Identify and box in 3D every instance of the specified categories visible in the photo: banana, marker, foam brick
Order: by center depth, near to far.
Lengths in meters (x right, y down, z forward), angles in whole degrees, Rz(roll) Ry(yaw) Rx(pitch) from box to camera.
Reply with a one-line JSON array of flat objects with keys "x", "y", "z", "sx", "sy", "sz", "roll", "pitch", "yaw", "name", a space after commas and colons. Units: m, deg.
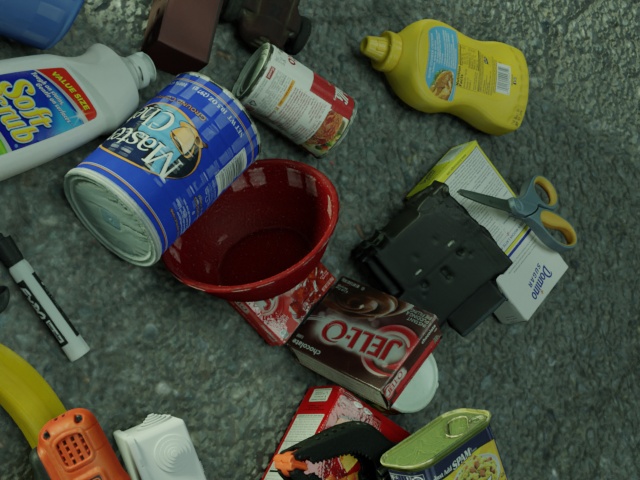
[{"x": -0.225, "y": 0.152, "z": 0.839, "sx": 0.069, "sy": 0.037, "sz": 0.198, "roll": -34, "pitch": 103, "yaw": -60, "name": "banana"}, {"x": -0.232, "y": 0.046, "z": 0.879, "sx": 0.020, "sy": 0.020, "sz": 0.121, "roll": -38, "pitch": 100, "yaw": -30, "name": "marker"}, {"x": -0.126, "y": -0.195, "z": 0.969, "sx": 0.051, "sy": 0.053, "sz": 0.078, "roll": 19, "pitch": 70, "yaw": -26, "name": "foam brick"}]

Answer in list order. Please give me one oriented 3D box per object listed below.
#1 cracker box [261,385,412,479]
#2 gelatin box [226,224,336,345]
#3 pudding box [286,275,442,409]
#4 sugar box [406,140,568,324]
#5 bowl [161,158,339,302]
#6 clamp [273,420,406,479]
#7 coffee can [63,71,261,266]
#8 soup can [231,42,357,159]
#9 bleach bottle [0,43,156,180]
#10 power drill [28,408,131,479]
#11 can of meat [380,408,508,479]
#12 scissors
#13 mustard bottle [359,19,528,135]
[{"x": 0.020, "y": 0.261, "z": 0.950, "sx": 0.164, "sy": 0.072, "sz": 0.213, "roll": 37, "pitch": 65, "yaw": -18, "name": "cracker box"}, {"x": -0.039, "y": 0.042, "z": 0.985, "sx": 0.073, "sy": 0.030, "sz": 0.089, "roll": 48, "pitch": 61, "yaw": -13, "name": "gelatin box"}, {"x": 0.041, "y": 0.091, "z": 0.972, "sx": 0.090, "sy": 0.114, "sz": 0.039, "roll": -50, "pitch": 140, "yaw": -24, "name": "pudding box"}, {"x": 0.175, "y": -0.008, "z": 1.111, "sx": 0.093, "sy": 0.048, "sz": 0.176, "roll": -45, "pitch": 106, "yaw": -31, "name": "sugar box"}, {"x": -0.056, "y": 0.001, "z": 0.936, "sx": 0.162, "sy": 0.162, "sz": 0.055, "roll": -49, "pitch": 141, "yaw": -28, "name": "bowl"}, {"x": 0.057, "y": 0.200, "z": 0.918, "sx": 0.209, "sy": 0.036, "sz": 0.164, "roll": 26, "pitch": 68, "yaw": -27, "name": "clamp"}, {"x": -0.133, "y": -0.062, "z": 0.909, "sx": 0.102, "sy": 0.103, "sz": 0.140, "roll": 49, "pitch": 61, "yaw": -13, "name": "coffee can"}, {"x": -0.026, "y": -0.131, "z": 1.005, "sx": 0.102, "sy": 0.069, "sz": 0.068, "roll": 31, "pitch": 66, "yaw": -21, "name": "soup can"}, {"x": -0.249, "y": -0.111, "z": 0.877, "sx": 0.250, "sy": 0.068, "sz": 0.102, "roll": -29, "pitch": 95, "yaw": -33, "name": "bleach bottle"}, {"x": -0.213, "y": 0.242, "z": 0.793, "sx": 0.187, "sy": 0.057, "sz": 0.184, "roll": -27, "pitch": 93, "yaw": -10, "name": "power drill"}, {"x": 0.110, "y": 0.201, "z": 0.897, "sx": 0.101, "sy": 0.058, "sz": 0.084, "roll": -26, "pitch": 101, "yaw": -35, "name": "can of meat"}, {"x": 0.199, "y": -0.047, "z": 1.092, "sx": 0.201, "sy": 0.016, "sz": 0.096, "roll": 27, "pitch": 46, "yaw": -37, "name": "scissors"}, {"x": 0.126, "y": -0.177, "z": 1.108, "sx": 0.191, "sy": 0.058, "sz": 0.096, "roll": 13, "pitch": 75, "yaw": -28, "name": "mustard bottle"}]
